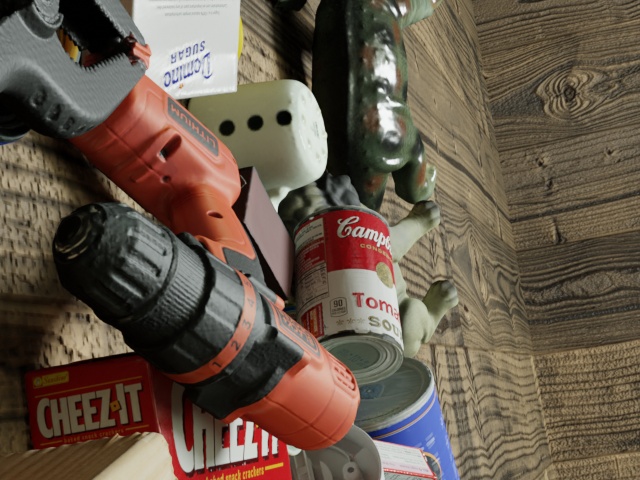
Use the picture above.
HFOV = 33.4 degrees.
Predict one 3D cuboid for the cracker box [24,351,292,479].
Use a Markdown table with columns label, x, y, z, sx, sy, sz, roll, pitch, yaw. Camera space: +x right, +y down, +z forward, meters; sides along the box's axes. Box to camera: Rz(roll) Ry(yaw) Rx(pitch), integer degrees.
| label | x | y | z | sx | sy | sz | roll | pitch | yaw |
| --- | --- | --- | --- | --- | --- | --- | --- | --- | --- |
| cracker box | -0.059 | 0.164 | 0.518 | 0.164 | 0.072 | 0.214 | 23 | 57 | -71 |

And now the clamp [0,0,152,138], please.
| label | x | y | z | sx | sy | sz | roll | pitch | yaw |
| --- | --- | --- | --- | --- | --- | --- | --- | --- | --- |
| clamp | -0.121 | -0.081 | 0.403 | 0.209 | 0.036 | 0.164 | 32 | 49 | -69 |

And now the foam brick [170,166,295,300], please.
| label | x | y | z | sx | sy | sz | roll | pitch | yaw |
| --- | --- | --- | --- | --- | --- | --- | --- | --- | --- |
| foam brick | -0.054 | 0.001 | 0.680 | 0.051 | 0.053 | 0.078 | -86 | 157 | -43 |

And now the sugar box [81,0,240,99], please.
| label | x | y | z | sx | sy | sz | roll | pitch | yaw |
| --- | --- | --- | --- | --- | --- | --- | --- | --- | --- |
| sugar box | -0.084 | -0.166 | 0.577 | 0.093 | 0.048 | 0.176 | -18 | 119 | -54 |

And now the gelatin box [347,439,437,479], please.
| label | x | y | z | sx | sy | sz | roll | pitch | yaw |
| --- | --- | --- | --- | --- | --- | --- | --- | --- | --- |
| gelatin box | 0.027 | 0.173 | 0.753 | 0.089 | 0.073 | 0.030 | 19 | 32 | -45 |

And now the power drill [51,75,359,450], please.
| label | x | y | z | sx | sy | sz | roll | pitch | yaw |
| --- | --- | --- | --- | --- | --- | --- | --- | --- | --- |
| power drill | -0.068 | -0.002 | 0.496 | 0.184 | 0.057 | 0.188 | 46 | 12 | -45 |

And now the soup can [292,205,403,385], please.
| label | x | y | z | sx | sy | sz | roll | pitch | yaw |
| --- | --- | --- | --- | --- | --- | --- | --- | --- | --- |
| soup can | 0.017 | 0.037 | 0.709 | 0.068 | 0.068 | 0.102 | 59 | 21 | -50 |

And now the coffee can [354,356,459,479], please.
| label | x | y | z | sx | sy | sz | roll | pitch | yaw |
| --- | --- | --- | --- | --- | --- | --- | --- | --- | --- |
| coffee can | 0.055 | 0.178 | 0.848 | 0.102 | 0.103 | 0.140 | -65 | 141 | -64 |
